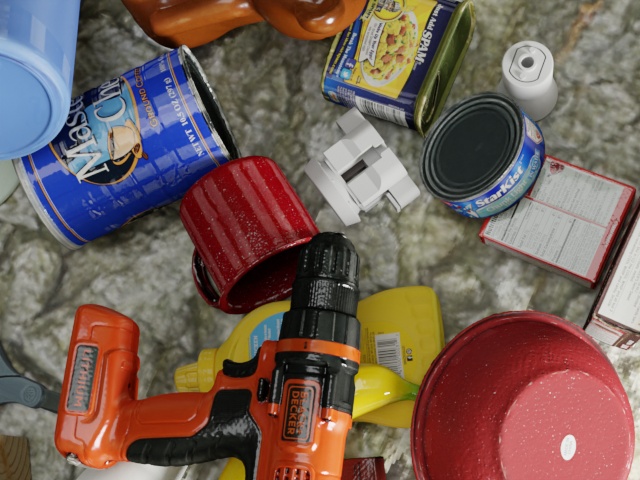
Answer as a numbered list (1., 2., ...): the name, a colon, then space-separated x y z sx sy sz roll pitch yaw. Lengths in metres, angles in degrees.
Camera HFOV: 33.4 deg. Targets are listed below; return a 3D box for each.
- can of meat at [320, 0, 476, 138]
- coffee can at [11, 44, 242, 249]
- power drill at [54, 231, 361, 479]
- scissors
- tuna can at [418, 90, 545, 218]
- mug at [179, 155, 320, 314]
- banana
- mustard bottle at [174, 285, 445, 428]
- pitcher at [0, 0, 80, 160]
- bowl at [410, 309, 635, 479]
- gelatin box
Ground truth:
1. can of meat: 0.056 -0.137 0.785 0.084 0.057 0.102 21 82 17
2. coffee can: -0.141 -0.068 0.784 0.140 0.102 0.103 -24 74 5
3. power drill: -0.067 0.081 0.673 0.188 0.057 0.184 1 72 20
4. scissors: -0.232 0.129 0.804 0.202 0.016 0.096 33 87 16
5. tuna can: 0.113 -0.059 0.748 0.086 0.033 0.086 -24 51 33
6. mug: -0.055 0.001 0.768 0.117 0.093 0.081 -47 64 36
7. banana: -0.018 0.140 0.693 0.198 0.037 0.070 -41 71 4
8. mustard bottle: -0.009 0.089 0.746 0.192 0.058 0.096 -7 82 9
9. pitcher: -0.243 -0.175 0.762 0.149 0.145 0.243 -22 47 12
10. bowl: 0.141 0.125 0.673 0.162 0.055 0.162 1 88 -18
11. gelatin box: 0.165 -0.017 0.750 0.089 0.030 0.073 23 84 17
